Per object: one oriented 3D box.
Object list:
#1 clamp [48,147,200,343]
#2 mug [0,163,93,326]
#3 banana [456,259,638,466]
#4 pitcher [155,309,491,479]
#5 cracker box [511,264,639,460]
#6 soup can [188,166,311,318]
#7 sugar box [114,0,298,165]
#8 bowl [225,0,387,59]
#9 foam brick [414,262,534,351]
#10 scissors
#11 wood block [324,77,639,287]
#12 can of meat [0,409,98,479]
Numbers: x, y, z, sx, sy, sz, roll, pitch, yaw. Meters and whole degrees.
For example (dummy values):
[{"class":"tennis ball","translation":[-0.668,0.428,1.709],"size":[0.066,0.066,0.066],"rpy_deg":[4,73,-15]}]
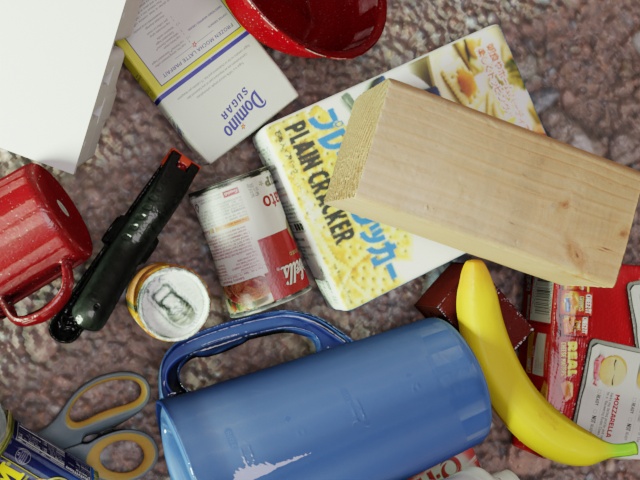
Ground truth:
[{"class":"clamp","translation":[-0.141,0.004,0.786],"size":[0.039,0.120,0.171],"rpy_deg":[35,78,-20]},{"class":"mug","translation":[-0.213,0.006,0.762],"size":[0.081,0.093,0.117],"rpy_deg":[-30,62,2]},{"class":"banana","translation":[0.159,0.108,0.839],"size":[0.069,0.037,0.198],"rpy_deg":[-40,88,1]},{"class":"pitcher","translation":[0.000,0.136,0.820],"size":[0.242,0.145,0.149],"rpy_deg":[-19,119,-17]},{"class":"cracker box","translation":[0.277,0.103,0.914],"size":[0.213,0.072,0.164],"rpy_deg":[4,89,-15]},{"class":"soup can","translation":[-0.055,0.001,0.831],"size":[0.068,0.069,0.102],"rpy_deg":[-20,94,-14]},{"class":"sugar box","translation":[-0.107,-0.154,0.831],"size":[0.093,0.048,0.176],"rpy_deg":[-38,101,-10]},{"class":"bowl","translation":[-0.025,-0.201,0.825],"size":[0.161,0.055,0.162],"rpy_deg":[19,58,-34]},{"class":"foam brick","translation":[0.127,0.063,0.885],"size":[0.051,0.053,0.078],"rpy_deg":[-44,99,-10]},{"class":"scissors","translation":[-0.212,0.173,0.817],"size":[0.201,0.016,0.096],"rpy_deg":[-31,101,-8]},{"class":"wood block","translation":[0.120,-0.039,0.793],"size":[0.206,0.091,0.090],"rpy_deg":[18,84,-12]},{"class":"can of meat","translation":[-0.225,0.190,0.781],"size":[0.084,0.057,0.102],"rpy_deg":[37,95,-20]}]
